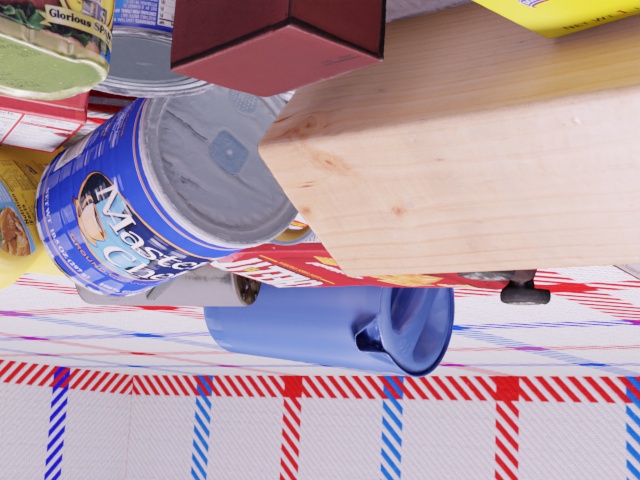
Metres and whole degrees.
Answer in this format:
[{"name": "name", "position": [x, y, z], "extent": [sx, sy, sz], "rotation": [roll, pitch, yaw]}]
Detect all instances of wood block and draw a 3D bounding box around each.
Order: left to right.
[{"name": "wood block", "position": [0.089, -0.047, 0.460], "extent": [0.207, 0.090, 0.090], "rotation": [-5, 132, 40]}]

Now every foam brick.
[{"name": "foam brick", "position": [-0.017, -0.095, 0.436], "extent": [0.052, 0.051, 0.078], "rotation": [11, 166, -42]}]

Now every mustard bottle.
[{"name": "mustard bottle", "position": [-0.205, -0.015, 0.641], "extent": [0.058, 0.096, 0.191], "rotation": [-36, 173, 21]}]

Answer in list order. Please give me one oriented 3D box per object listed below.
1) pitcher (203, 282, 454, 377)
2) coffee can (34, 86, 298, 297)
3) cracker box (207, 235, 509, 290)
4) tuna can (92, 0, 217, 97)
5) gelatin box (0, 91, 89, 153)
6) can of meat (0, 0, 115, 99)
[{"name": "pitcher", "position": [0.009, 0.061, 1.077], "extent": [0.243, 0.145, 0.149], "rotation": [-1, 157, 37]}, {"name": "coffee can", "position": [-0.088, -0.031, 0.612], "extent": [0.102, 0.103, 0.141], "rotation": [11, 160, -35]}, {"name": "cracker box", "position": [0.027, -0.004, 0.841], "extent": [0.214, 0.072, 0.164], "rotation": [-2, 168, 25]}, {"name": "tuna can", "position": [-0.085, -0.096, 0.495], "extent": [0.086, 0.034, 0.086], "rotation": [3, 169, 0]}, {"name": "gelatin box", "position": [-0.180, -0.078, 0.619], "extent": [0.073, 0.030, 0.089], "rotation": [9, 169, -25]}, {"name": "can of meat", "position": [-0.113, -0.100, 0.348], "extent": [0.058, 0.084, 0.101], "rotation": [-7, 165, 41]}]
